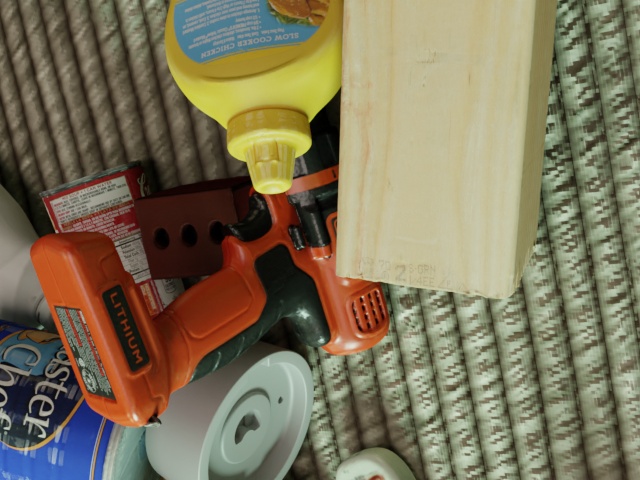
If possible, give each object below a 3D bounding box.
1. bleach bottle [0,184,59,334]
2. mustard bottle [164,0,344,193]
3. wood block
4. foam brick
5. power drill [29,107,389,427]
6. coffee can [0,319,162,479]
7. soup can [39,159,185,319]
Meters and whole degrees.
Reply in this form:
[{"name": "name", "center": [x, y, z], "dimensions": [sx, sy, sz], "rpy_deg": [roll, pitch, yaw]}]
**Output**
[{"name": "bleach bottle", "center": [-0.257, -0.018, 0.752], "dimensions": [0.251, 0.067, 0.103], "rpy_deg": [33, 121, 24]}, {"name": "mustard bottle", "center": [-0.031, -0.116, 0.536], "dimensions": [0.096, 0.058, 0.191], "rpy_deg": [-9, 72, 11]}, {"name": "wood block", "center": [0.064, -0.087, 0.521], "dimensions": [0.090, 0.090, 0.206], "rpy_deg": [7, 108, 17]}, {"name": "foam brick", "center": [-0.066, -0.009, 0.655], "dimensions": [0.078, 0.051, 0.053], "rpy_deg": [-6, 101, 33]}, {"name": "power drill", "center": [-0.054, 0.001, 0.571], "dimensions": [0.057, 0.187, 0.184], "rpy_deg": [-3, 109, 56]}, {"name": "coffee can", "center": [-0.170, 0.108, 0.663], "dimensions": [0.140, 0.102, 0.103], "rpy_deg": [13, 111, 12]}, {"name": "soup can", "center": [-0.132, 0.006, 0.691], "dimensions": [0.069, 0.068, 0.102], "rpy_deg": [-15, 97, 34]}]
